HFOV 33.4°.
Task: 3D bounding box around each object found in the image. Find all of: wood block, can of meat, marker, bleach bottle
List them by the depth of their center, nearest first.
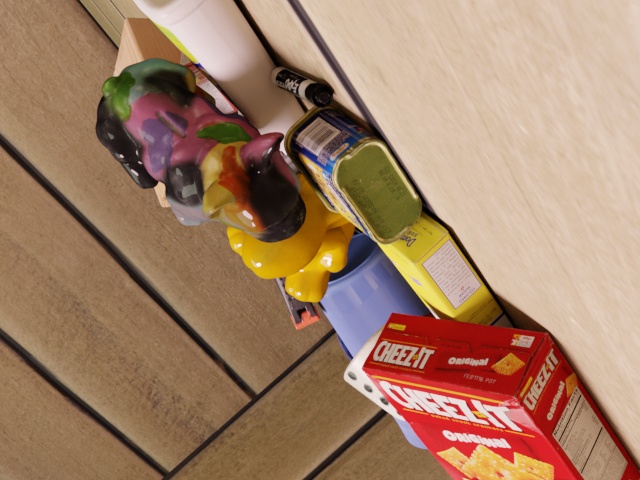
[{"bbox_3d":[0.028,-0.053,0.867,0.102,0.057,0.084,52,173,-36],"label":"can of meat"},{"bbox_3d":[-0.016,-0.129,0.891,0.020,0.020,0.121,51,176,-24],"label":"marker"},{"bbox_3d":[-0.073,-0.155,0.971,0.103,0.068,0.250,44,176,45],"label":"bleach bottle"},{"bbox_3d":[-0.147,-0.139,1.132,0.206,0.090,0.090,64,145,37],"label":"wood block"}]

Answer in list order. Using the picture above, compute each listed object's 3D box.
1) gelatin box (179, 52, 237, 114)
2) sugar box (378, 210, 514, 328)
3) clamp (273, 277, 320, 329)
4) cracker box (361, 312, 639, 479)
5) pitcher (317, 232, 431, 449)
[{"bbox_3d":[-0.108,-0.178,1.064,0.073,0.030,0.089,51,-153,-41],"label":"gelatin box"},{"bbox_3d":[0.110,0.041,0.934,0.176,0.048,0.093,53,174,-37],"label":"sugar box"},{"bbox_3d":[-0.058,0.001,1.192,0.164,0.036,0.210,70,173,-58],"label":"clamp"},{"bbox_3d":[0.157,0.160,0.926,0.164,0.072,0.213,4,143,45],"label":"cracker box"},{"bbox_3d":[0.086,0.111,1.220,0.242,0.149,0.145,54,-170,-21],"label":"pitcher"}]
